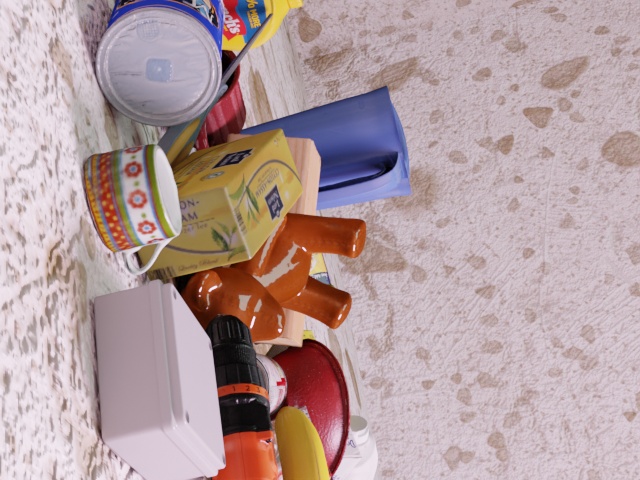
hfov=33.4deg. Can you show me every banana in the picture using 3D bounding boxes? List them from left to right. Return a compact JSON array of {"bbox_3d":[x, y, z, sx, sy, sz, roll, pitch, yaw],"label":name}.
[{"bbox_3d":[-0.017,0.204,0.881,0.198,0.037,0.070,-98,-155,-45],"label":"banana"}]

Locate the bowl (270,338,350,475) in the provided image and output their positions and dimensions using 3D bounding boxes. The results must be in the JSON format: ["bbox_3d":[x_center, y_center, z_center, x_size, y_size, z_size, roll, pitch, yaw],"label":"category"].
[{"bbox_3d":[-0.036,0.184,1.134,0.162,0.055,0.162,-11,-103,55],"label":"bowl"}]

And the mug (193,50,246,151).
[{"bbox_3d":[-0.122,-0.139,1.110,0.081,0.093,0.117,78,4,-60],"label":"mug"}]

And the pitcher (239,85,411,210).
[{"bbox_3d":[-0.016,-0.089,1.269,0.149,0.243,0.145,58,19,-75],"label":"pitcher"}]

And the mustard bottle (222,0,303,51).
[{"bbox_3d":[-0.094,-0.229,1.034,0.058,0.191,0.096,-91,167,-68],"label":"mustard bottle"}]

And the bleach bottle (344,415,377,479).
[{"bbox_3d":[0.029,0.315,1.237,0.102,0.068,0.251,-58,156,-57],"label":"bleach bottle"}]

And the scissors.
[{"bbox_3d":[-0.105,-0.123,0.990,0.201,0.016,0.096,-56,178,-34],"label":"scissors"}]

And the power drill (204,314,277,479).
[{"bbox_3d":[-0.065,0.176,0.870,0.188,0.057,0.184,89,-7,-55],"label":"power drill"}]

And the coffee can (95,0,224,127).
[{"bbox_3d":[-0.136,-0.174,0.930,0.140,0.103,0.103,-96,171,-59],"label":"coffee can"}]
